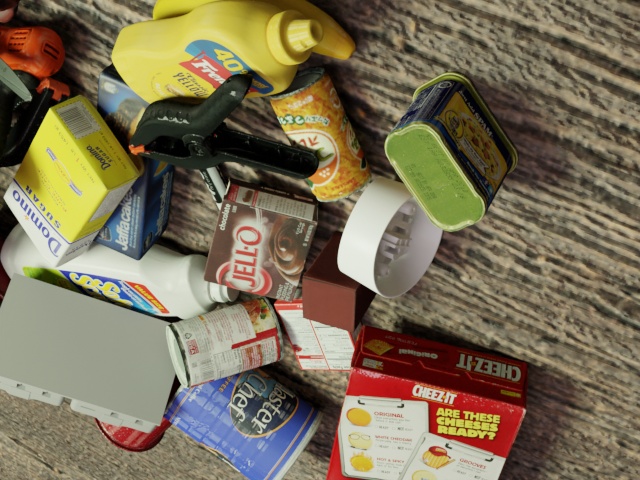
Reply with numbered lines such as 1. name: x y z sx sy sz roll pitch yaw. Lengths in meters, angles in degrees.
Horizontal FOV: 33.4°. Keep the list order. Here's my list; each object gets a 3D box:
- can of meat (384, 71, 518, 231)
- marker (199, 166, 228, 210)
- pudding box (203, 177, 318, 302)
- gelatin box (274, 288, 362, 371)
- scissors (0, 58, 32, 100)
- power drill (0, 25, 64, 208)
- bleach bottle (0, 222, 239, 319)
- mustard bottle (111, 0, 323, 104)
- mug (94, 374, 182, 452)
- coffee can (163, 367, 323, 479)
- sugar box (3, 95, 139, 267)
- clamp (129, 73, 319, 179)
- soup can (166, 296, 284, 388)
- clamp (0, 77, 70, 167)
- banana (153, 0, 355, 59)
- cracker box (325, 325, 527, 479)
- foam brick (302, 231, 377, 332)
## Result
1. can of meat: 0.104 -0.070 0.852 0.058 0.083 0.102 -24 110 39
2. marker: -0.100 -0.055 1.018 0.020 0.020 0.121 -8 119 33
3. pudding box: -0.056 0.001 1.008 0.090 0.039 0.114 13 131 -5
4. gelatin box: 0.004 0.089 1.062 0.073 0.030 0.089 -4 122 29
5. scissors: -0.323 -0.163 0.970 0.096 0.202 0.016 -40 145 13
6. power drill: -0.335 -0.116 1.001 0.185 0.187 0.057 5 164 37
7. bleach bottle: -0.203 0.034 1.109 0.251 0.068 0.102 4 138 24
8. mustard bottle: -0.074 -0.151 0.859 0.192 0.058 0.096 -5 149 41
9. mug: -0.201 0.169 1.204 0.082 0.093 0.117 -45 60 38
10. coffee can: -0.082 0.185 1.131 0.140 0.102 0.103 36 133 1
11. sugar box: -0.239 -0.050 1.005 0.093 0.048 0.177 55 139 6
12. clamp: -0.095 -0.095 0.882 0.172 0.039 0.120 3 143 26
13. soup can: -0.096 0.102 1.064 0.069 0.102 0.068 164 90 -72
14. clamp: -0.332 -0.112 1.063 0.210 0.036 0.164 -35 61 25
15. banana: -0.066 -0.189 0.893 0.198 0.037 0.069 9 149 25
16. cracker box: 0.097 0.194 1.046 0.164 0.072 0.214 13 129 3
17. foam brick: 0.022 0.038 0.982 0.053 0.078 0.051 16 128 18
